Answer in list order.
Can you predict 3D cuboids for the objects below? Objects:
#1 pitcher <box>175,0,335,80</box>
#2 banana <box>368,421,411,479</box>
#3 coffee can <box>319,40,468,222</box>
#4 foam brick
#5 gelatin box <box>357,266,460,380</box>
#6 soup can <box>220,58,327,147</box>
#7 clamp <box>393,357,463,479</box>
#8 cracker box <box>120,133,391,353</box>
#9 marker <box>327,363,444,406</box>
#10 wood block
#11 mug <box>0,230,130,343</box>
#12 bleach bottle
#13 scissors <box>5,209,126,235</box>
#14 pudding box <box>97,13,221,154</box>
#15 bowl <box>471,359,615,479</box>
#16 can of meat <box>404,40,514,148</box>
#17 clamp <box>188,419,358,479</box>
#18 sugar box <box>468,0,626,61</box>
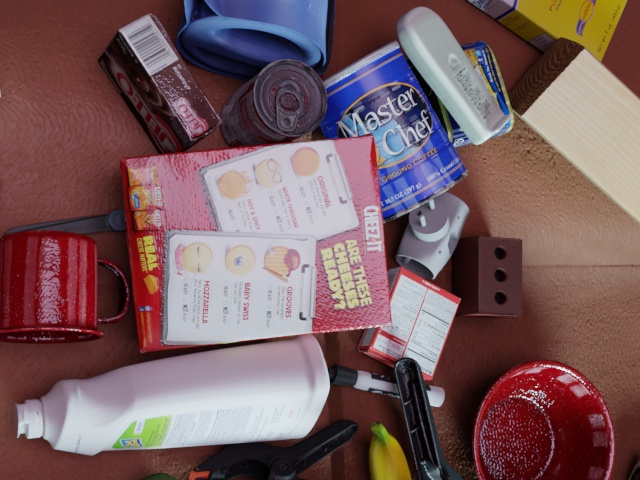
[{"bbox_3d":[-0.044,-0.272,0.973,0.145,0.149,0.243,8,76,-6],"label":"pitcher"},{"bbox_3d":[0.066,0.261,0.975,0.069,0.037,0.198,1,79,-66],"label":"banana"},{"bbox_3d":[0.060,-0.100,0.997,0.102,0.103,0.140,-32,96,-23],"label":"coffee can"},{"bbox_3d":[0.164,0.036,1.050,0.052,0.051,0.078,4,81,-22],"label":"foam brick"},{"bbox_3d":[0.085,0.080,1.024,0.073,0.030,0.089,28,74,-18],"label":"gelatin box"},{"bbox_3d":[-0.044,-0.116,0.956,0.068,0.102,0.068,3,82,-22],"label":"soup can"},{"bbox_3d":[0.103,0.221,0.979,0.210,0.036,0.164,57,32,-34],"label":"clamp"},{"bbox_3d":[-0.056,0.001,0.912,0.213,0.072,0.164,-6,94,-7],"label":"cracker box"},{"bbox_3d":[0.061,0.137,1.012,0.121,0.020,0.020,15,78,-20],"label":"marker"},{"bbox_3d":[0.297,-0.103,1.087,0.206,0.090,0.091,39,101,-14],"label":"wood block"},{"bbox_3d":[-0.213,0.039,0.876,0.117,0.093,0.081,4,77,-25],"label":"mug"},{"bbox_3d":[-0.125,0.134,0.893,0.250,0.103,0.068,-2,50,-22],"label":"bleach bottle"},{"bbox_3d":[-0.169,-0.035,0.942,0.201,0.016,0.096,9,78,-21],"label":"scissors"},{"bbox_3d":[-0.141,-0.130,0.925,0.039,0.090,0.113,-33,96,-24],"label":"pudding box"},{"bbox_3d":[0.206,0.198,1.044,0.161,0.055,0.162,3,82,-22],"label":"bowl"},{"bbox_3d":[0.136,-0.143,1.059,0.083,0.058,0.102,-17,89,-25],"label":"can of meat"},{"bbox_3d":[-0.031,0.202,0.942,0.171,0.120,0.039,7,121,-9],"label":"clamp"},{"bbox_3d":[0.230,-0.260,1.119,0.176,0.048,0.093,30,73,-17],"label":"sugar box"}]
